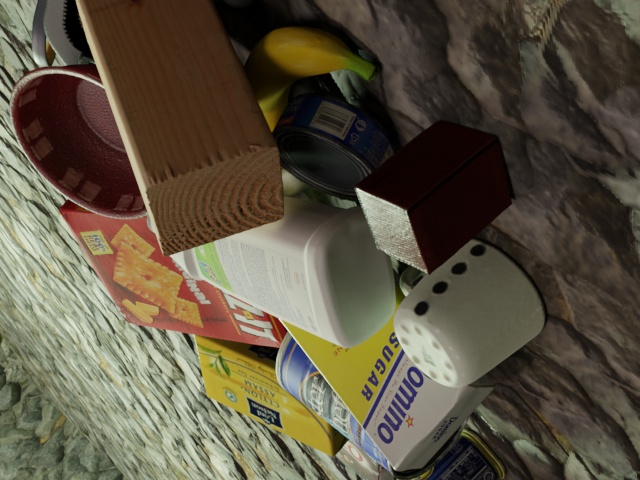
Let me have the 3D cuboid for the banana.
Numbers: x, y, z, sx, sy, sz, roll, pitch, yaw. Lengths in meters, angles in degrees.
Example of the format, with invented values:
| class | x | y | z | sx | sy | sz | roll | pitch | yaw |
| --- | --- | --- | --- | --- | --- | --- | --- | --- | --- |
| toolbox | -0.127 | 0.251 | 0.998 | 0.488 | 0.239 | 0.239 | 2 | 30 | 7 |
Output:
| class | x | y | z | sx | sy | sz | roll | pitch | yaw |
| --- | --- | --- | --- | --- | --- | --- | --- | --- | --- |
| banana | -0.026 | -0.111 | 0.766 | 0.069 | 0.037 | 0.198 | 54 | 158 | -6 |

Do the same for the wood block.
| class | x | y | z | sx | sy | sz | roll | pitch | yaw |
| --- | --- | --- | --- | --- | --- | --- | --- | --- | --- |
| wood block | -0.103 | -0.106 | 0.752 | 0.090 | 0.090 | 0.206 | 88 | 161 | -59 |

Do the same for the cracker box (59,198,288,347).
| class | x | y | z | sx | sy | sz | roll | pitch | yaw |
| --- | --- | --- | --- | --- | --- | --- | --- | --- | --- |
| cracker box | -0.124 | 0.018 | 1.027 | 0.214 | 0.072 | 0.164 | 6 | 136 | 32 |

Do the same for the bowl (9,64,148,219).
| class | x | y | z | sx | sy | sz | roll | pitch | yaw |
| --- | --- | --- | --- | --- | --- | --- | --- | --- | --- |
| bowl | -0.189 | -0.097 | 0.936 | 0.162 | 0.055 | 0.162 | 17 | 136 | 16 |

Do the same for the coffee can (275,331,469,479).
| class | x | y | z | sx | sy | sz | roll | pitch | yaw |
| --- | --- | --- | --- | --- | --- | --- | --- | --- | --- |
| coffee can | 0.045 | 0.122 | 0.911 | 0.140 | 0.102 | 0.103 | 33 | 153 | 36 |

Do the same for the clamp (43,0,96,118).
| class | x | y | z | sx | sy | sz | roll | pitch | yaw |
| --- | --- | --- | --- | --- | --- | --- | --- | --- | --- |
| clamp | -0.203 | -0.157 | 0.964 | 0.165 | 0.036 | 0.210 | -5 | 122 | 24 |

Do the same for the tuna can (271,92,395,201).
| class | x | y | z | sx | sy | sz | roll | pitch | yaw |
| --- | --- | --- | --- | --- | --- | --- | --- | --- | --- |
| tuna can | 0.008 | -0.064 | 0.742 | 0.086 | 0.033 | 0.086 | 24 | 160 | 9 |

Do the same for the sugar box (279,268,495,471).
| class | x | y | z | sx | sy | sz | roll | pitch | yaw |
| --- | --- | --- | --- | --- | --- | --- | --- | --- | --- |
| sugar box | 0.043 | 0.080 | 0.822 | 0.048 | 0.093 | 0.176 | 10 | -147 | -50 |

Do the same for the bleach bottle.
| class | x | y | z | sx | sy | sz | roll | pitch | yaw |
| --- | --- | --- | --- | --- | --- | --- | --- | --- | --- |
| bleach bottle | -0.055 | 0.001 | 0.828 | 0.251 | 0.068 | 0.102 | 19 | 132 | 45 |

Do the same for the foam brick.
| class | x | y | z | sx | sy | sz | roll | pitch | yaw |
| --- | --- | --- | --- | --- | --- | --- | --- | --- | --- |
| foam brick | 0.070 | -0.028 | 0.658 | 0.053 | 0.078 | 0.051 | 28 | 150 | 49 |

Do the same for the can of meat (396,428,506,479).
| class | x | y | z | sx | sy | sz | roll | pitch | yaw |
| --- | --- | --- | --- | --- | --- | --- | --- | --- | --- |
| can of meat | 0.109 | 0.224 | 0.975 | 0.057 | 0.083 | 0.102 | 49 | 159 | 3 |

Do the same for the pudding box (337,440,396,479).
| class | x | y | z | sx | sy | sz | roll | pitch | yaw |
| --- | --- | --- | --- | --- | --- | --- | --- | --- | --- |
| pudding box | 0.037 | 0.209 | 1.150 | 0.114 | 0.039 | 0.090 | 40 | 156 | 26 |

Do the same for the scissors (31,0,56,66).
| class | x | y | z | sx | sy | sz | roll | pitch | yaw |
| --- | --- | --- | --- | --- | --- | --- | --- | --- | --- |
| scissors | -0.246 | -0.234 | 0.949 | 0.016 | 0.096 | 0.202 | 9 | 153 | 2 |
